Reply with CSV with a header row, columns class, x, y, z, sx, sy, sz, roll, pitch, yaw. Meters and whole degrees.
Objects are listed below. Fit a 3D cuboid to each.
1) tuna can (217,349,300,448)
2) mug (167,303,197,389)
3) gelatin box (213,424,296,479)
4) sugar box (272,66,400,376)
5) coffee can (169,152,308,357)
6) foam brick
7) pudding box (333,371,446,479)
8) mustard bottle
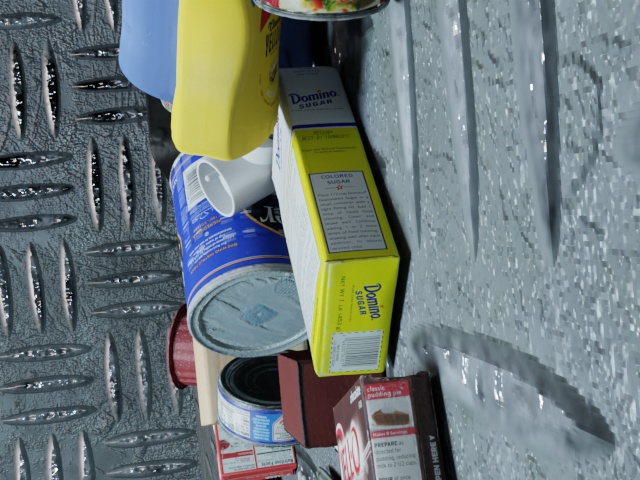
class,x,y,z,sx,sy,sz,roll,pitch,yaw
tuna can,-0.033,0.113,0.779,0.086,0.086,0.034,-116,25,-63
mug,-0.107,0.104,1.142,0.093,0.081,0.117,57,-142,-66
gelatin box,-0.066,0.187,1.033,0.030,0.073,0.089,100,161,-60
sugar box,0.005,-0.016,0.624,0.176,0.048,0.093,-101,11,-46
coffee can,-0.055,0.001,0.795,0.103,0.102,0.140,97,164,-49
foam brick,0.006,0.093,0.647,0.078,0.053,0.051,168,96,-80
pudding box,0.034,0.120,0.544,0.113,0.039,0.090,116,148,-71
mustard bottle,-0.046,-0.147,0.576,0.096,0.058,0.192,-64,-17,-58
